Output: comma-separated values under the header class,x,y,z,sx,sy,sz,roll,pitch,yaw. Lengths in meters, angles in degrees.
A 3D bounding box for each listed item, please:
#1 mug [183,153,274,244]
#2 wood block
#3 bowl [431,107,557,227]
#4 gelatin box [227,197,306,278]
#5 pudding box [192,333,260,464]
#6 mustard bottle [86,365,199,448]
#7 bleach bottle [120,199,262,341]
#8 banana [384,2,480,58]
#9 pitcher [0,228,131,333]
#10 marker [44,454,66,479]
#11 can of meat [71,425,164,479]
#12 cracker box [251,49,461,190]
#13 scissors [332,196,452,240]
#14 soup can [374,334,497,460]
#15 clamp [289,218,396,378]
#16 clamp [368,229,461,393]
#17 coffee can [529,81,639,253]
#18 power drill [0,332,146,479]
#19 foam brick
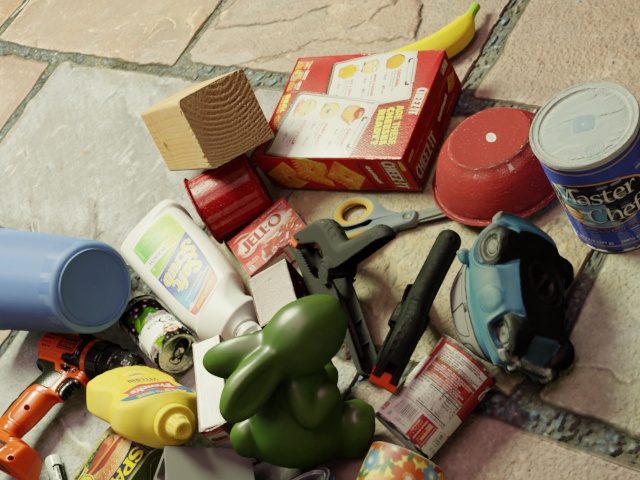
class,x,y,z,sx,sy,sz,roll,pitch,yaw
mug,-0.110,-0.057,1.315,0.081,0.093,0.117,-29,8,3
wood block,-0.145,-0.145,1.323,0.090,0.091,0.206,-30,13,-18
bowl,0.189,-0.092,1.149,0.162,0.055,0.162,-16,44,16
gelatin box,-0.058,0.002,1.265,0.089,0.030,0.073,-39,44,0
pudding box,-0.094,0.167,1.112,0.039,0.090,0.113,-26,46,13
mustard bottle,-0.176,0.177,1.118,0.192,0.096,0.058,11,101,63
bleach bottle,-0.138,0.048,1.258,0.102,0.068,0.251,-46,46,-6
banana,0.115,-0.234,1.340,0.198,0.037,0.069,-21,29,16
pitcher,-0.328,0.048,1.307,0.243,0.144,0.149,1,59,48
marker,-0.287,0.289,1.192,0.020,0.020,0.121,-36,44,3
can of meat,-0.211,0.255,1.143,0.084,0.057,0.102,19,67,45
cracker box,0.044,-0.143,1.286,0.214,0.072,0.164,4,59,34
scissors,0.091,-0.035,1.207,0.202,0.016,0.096,-25,46,14
soup can,0.109,0.149,1.009,0.102,0.068,0.069,-48,44,-8
clamp,0.022,0.025,1.136,0.036,0.165,0.210,-3,28,-25
clamp,0.086,0.079,1.051,0.039,0.120,0.171,26,62,8
coffee can,0.272,-0.068,1.024,0.103,0.140,0.103,-18,48,21
power drill,-0.306,0.191,1.243,0.185,0.057,0.187,6,49,44
foam brick,-0.040,0.071,1.181,0.051,0.053,0.078,-29,45,10
